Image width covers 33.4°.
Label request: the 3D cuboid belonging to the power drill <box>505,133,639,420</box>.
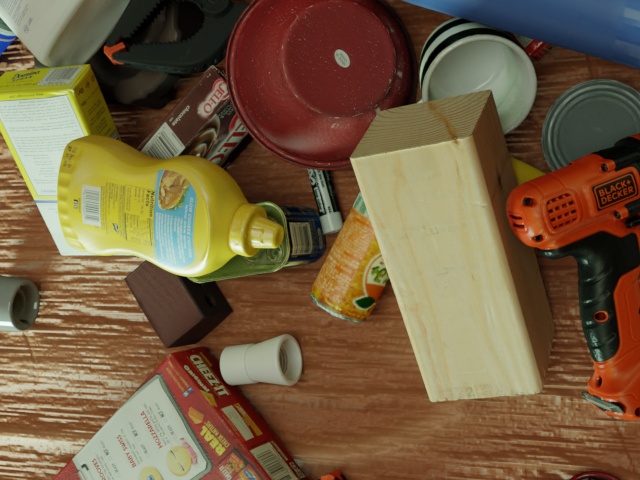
[{"bbox_3d":[0.234,0.018,0.758,0.184,0.057,0.187,-20,99,-13],"label":"power drill"}]

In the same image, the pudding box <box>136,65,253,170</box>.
[{"bbox_3d":[-0.095,-0.094,0.916,0.114,0.089,0.039,-43,72,20],"label":"pudding box"}]

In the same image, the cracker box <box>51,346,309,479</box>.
[{"bbox_3d":[-0.135,0.226,0.952,0.214,0.072,0.164,-47,73,19],"label":"cracker box"}]

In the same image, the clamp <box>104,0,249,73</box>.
[{"bbox_3d":[-0.088,-0.211,0.897,0.210,0.036,0.164,-20,86,-2],"label":"clamp"}]

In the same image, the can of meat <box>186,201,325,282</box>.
[{"bbox_3d":[-0.056,0.001,0.904,0.102,0.083,0.057,-10,87,24],"label":"can of meat"}]

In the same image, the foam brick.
[{"bbox_3d":[-0.127,0.049,0.954,0.051,0.053,0.078,-38,77,20],"label":"foam brick"}]

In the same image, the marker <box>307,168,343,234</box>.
[{"bbox_3d":[-0.004,-0.065,0.915,0.020,0.020,0.121,-17,85,23],"label":"marker"}]

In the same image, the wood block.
[{"bbox_3d":[0.103,0.007,0.786,0.090,0.090,0.206,-9,115,24],"label":"wood block"}]

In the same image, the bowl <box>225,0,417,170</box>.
[{"bbox_3d":[0.008,-0.138,0.843,0.162,0.055,0.162,1,88,-13],"label":"bowl"}]

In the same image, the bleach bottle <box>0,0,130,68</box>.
[{"bbox_3d":[-0.277,-0.267,0.953,0.103,0.068,0.251,-49,69,18],"label":"bleach bottle"}]

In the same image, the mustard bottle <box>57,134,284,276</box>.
[{"bbox_3d":[-0.118,-0.022,0.850,0.192,0.058,0.096,13,110,23],"label":"mustard bottle"}]

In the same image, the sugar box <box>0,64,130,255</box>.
[{"bbox_3d":[-0.218,-0.067,0.947,0.093,0.048,0.176,0,130,23],"label":"sugar box"}]

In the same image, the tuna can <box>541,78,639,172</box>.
[{"bbox_3d":[0.214,-0.078,0.811,0.086,0.033,0.086,1,92,24],"label":"tuna can"}]
